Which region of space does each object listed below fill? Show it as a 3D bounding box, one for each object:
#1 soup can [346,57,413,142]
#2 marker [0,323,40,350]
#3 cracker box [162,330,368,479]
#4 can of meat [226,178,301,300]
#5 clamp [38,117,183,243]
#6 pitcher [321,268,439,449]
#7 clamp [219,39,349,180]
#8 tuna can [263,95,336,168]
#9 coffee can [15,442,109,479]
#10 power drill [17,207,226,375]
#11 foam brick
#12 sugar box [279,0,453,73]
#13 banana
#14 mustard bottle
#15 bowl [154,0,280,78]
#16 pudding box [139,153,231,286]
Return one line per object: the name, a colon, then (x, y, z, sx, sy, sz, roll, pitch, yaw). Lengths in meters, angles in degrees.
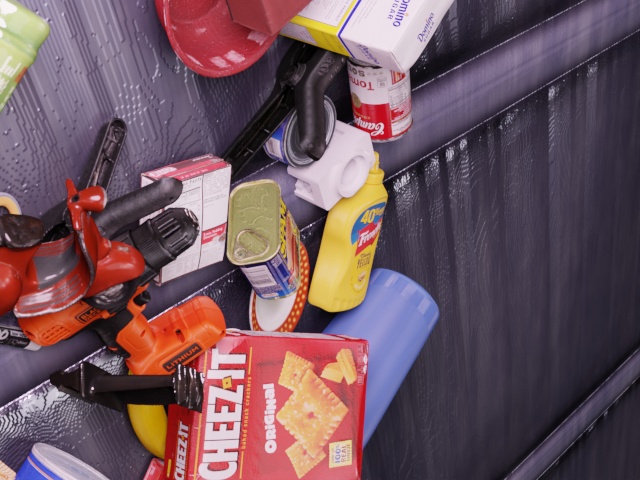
soup can: (0.067, -0.170, 1.195, 0.068, 0.069, 0.102, -40, 140, -30)
marker: (-0.291, 0.079, 0.927, 0.121, 0.020, 0.020, 22, 94, -56)
cracker box: (-0.053, 0.181, 1.150, 0.213, 0.072, 0.164, 6, 88, -32)
can of meat: (-0.057, 0.001, 1.125, 0.084, 0.057, 0.102, 63, 21, -53)
clamp: (-0.192, -0.016, 0.911, 0.039, 0.120, 0.171, 35, 88, -46)
pitcher: (0.043, 0.161, 1.351, 0.242, 0.149, 0.145, -54, 130, -19)
clamp: (-0.026, -0.149, 1.064, 0.036, 0.165, 0.210, 37, 58, -30)
tuna can: (-0.022, -0.121, 1.139, 0.086, 0.034, 0.086, -32, 135, -38)
coffee can: (-0.267, 0.280, 1.021, 0.140, 0.103, 0.102, -58, 146, -7)
power drill: (-0.162, 0.056, 0.998, 0.184, 0.057, 0.187, -32, 147, 6)
foam brick: (-0.041, -0.226, 0.925, 0.078, 0.053, 0.051, -46, 142, -23)
sugar box: (0.030, -0.224, 1.010, 0.093, 0.176, 0.048, -57, 146, -9)
banana: (-0.172, 0.183, 1.141, 0.069, 0.037, 0.198, -35, 137, -33)
mustard bottle: (0.039, -0.015, 1.272, 0.096, 0.058, 0.192, -19, 127, -56)
bowl: (-0.094, -0.230, 0.949, 0.161, 0.055, 0.162, -32, 135, -38)
pudding box: (-0.135, -0.021, 1.053, 0.089, 0.039, 0.113, -21, 127, -44)
